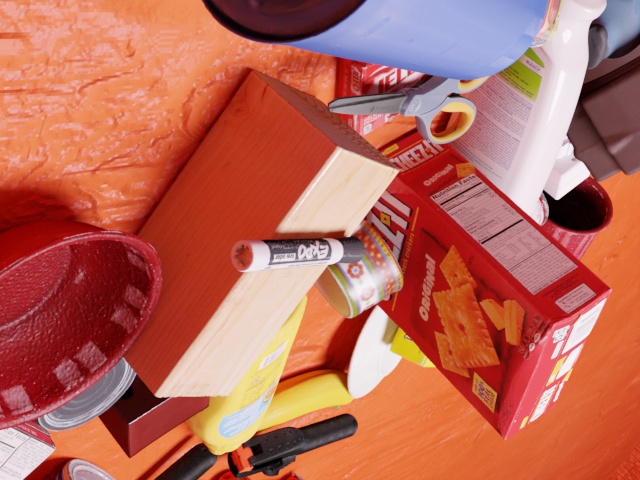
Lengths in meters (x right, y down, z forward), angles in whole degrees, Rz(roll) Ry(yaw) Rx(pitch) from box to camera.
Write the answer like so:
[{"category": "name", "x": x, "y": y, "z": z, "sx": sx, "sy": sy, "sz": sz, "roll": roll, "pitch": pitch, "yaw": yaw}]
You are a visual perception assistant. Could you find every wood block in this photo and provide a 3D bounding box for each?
[{"category": "wood block", "x": -0.055, "y": 0.001, "z": 0.729, "sx": 0.206, "sy": 0.091, "sz": 0.090, "roll": -53, "pitch": 152, "yaw": 14}]

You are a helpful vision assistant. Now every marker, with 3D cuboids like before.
[{"category": "marker", "x": -0.010, "y": 0.008, "z": 0.677, "sx": 0.120, "sy": 0.020, "sz": 0.020, "roll": -2, "pitch": 131, "yaw": -53}]

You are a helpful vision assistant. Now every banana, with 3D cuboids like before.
[{"category": "banana", "x": -0.015, "y": 0.161, "z": 1.069, "sx": 0.197, "sy": 0.037, "sz": 0.070, "roll": 1, "pitch": 128, "yaw": -55}]

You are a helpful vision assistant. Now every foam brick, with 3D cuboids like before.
[{"category": "foam brick", "x": -0.132, "y": 0.118, "z": 0.827, "sx": 0.078, "sy": 0.053, "sz": 0.051, "roll": -32, "pitch": 150, "yaw": -27}]

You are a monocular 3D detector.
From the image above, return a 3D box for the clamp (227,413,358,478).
[{"category": "clamp", "x": -0.047, "y": 0.213, "z": 1.068, "sx": 0.120, "sy": 0.039, "sz": 0.171, "roll": -40, "pitch": 156, "yaw": 25}]

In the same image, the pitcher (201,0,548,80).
[{"category": "pitcher", "x": 0.051, "y": -0.162, "z": 0.604, "sx": 0.242, "sy": 0.149, "sz": 0.145, "roll": 0, "pitch": 118, "yaw": -59}]

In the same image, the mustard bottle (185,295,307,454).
[{"category": "mustard bottle", "x": -0.071, "y": 0.120, "z": 0.907, "sx": 0.096, "sy": 0.058, "sz": 0.192, "roll": -36, "pitch": 154, "yaw": -43}]

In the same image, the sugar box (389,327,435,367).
[{"category": "sugar box", "x": 0.130, "y": 0.083, "z": 1.112, "sx": 0.093, "sy": 0.048, "sz": 0.176, "roll": -66, "pitch": 161, "yaw": 1}]

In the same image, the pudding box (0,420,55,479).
[{"category": "pudding box", "x": -0.250, "y": 0.158, "z": 0.731, "sx": 0.113, "sy": 0.039, "sz": 0.090, "roll": -44, "pitch": 153, "yaw": -8}]

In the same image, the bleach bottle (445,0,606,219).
[{"category": "bleach bottle", "x": 0.169, "y": -0.124, "z": 0.857, "sx": 0.067, "sy": 0.103, "sz": 0.251, "roll": -31, "pitch": 151, "yaw": -40}]

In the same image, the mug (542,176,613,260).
[{"category": "mug", "x": 0.261, "y": -0.025, "z": 1.150, "sx": 0.117, "sy": 0.093, "sz": 0.082, "roll": -42, "pitch": 161, "yaw": -36}]

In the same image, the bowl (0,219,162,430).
[{"category": "bowl", "x": -0.178, "y": 0.041, "z": 0.650, "sx": 0.162, "sy": 0.055, "sz": 0.162, "roll": -34, "pitch": 151, "yaw": -22}]

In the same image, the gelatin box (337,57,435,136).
[{"category": "gelatin box", "x": 0.053, "y": -0.125, "z": 0.774, "sx": 0.089, "sy": 0.030, "sz": 0.073, "roll": -33, "pitch": 151, "yaw": -24}]

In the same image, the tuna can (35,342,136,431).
[{"category": "tuna can", "x": -0.172, "y": 0.094, "z": 0.756, "sx": 0.086, "sy": 0.034, "sz": 0.086, "roll": -34, "pitch": 151, "yaw": -22}]

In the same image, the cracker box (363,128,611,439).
[{"category": "cracker box", "x": 0.120, "y": 0.036, "z": 0.889, "sx": 0.072, "sy": 0.214, "sz": 0.164, "roll": -28, "pitch": 148, "yaw": -28}]

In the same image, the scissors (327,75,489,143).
[{"category": "scissors", "x": 0.076, "y": -0.115, "z": 0.767, "sx": 0.096, "sy": 0.016, "sz": 0.201, "roll": -56, "pitch": 154, "yaw": 12}]

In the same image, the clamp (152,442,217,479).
[{"category": "clamp", "x": -0.190, "y": 0.280, "z": 0.984, "sx": 0.209, "sy": 0.036, "sz": 0.165, "roll": -25, "pitch": 147, "yaw": -31}]
